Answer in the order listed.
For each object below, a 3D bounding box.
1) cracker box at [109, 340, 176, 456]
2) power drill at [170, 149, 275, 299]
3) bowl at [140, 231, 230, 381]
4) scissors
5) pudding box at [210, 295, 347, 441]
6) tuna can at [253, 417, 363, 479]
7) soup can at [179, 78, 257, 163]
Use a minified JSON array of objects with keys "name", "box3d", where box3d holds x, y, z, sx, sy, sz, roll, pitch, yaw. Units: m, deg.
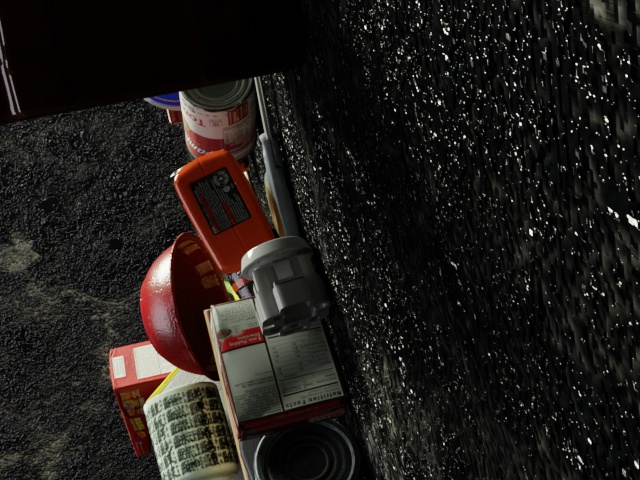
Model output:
[{"name":"cracker box","box3d":[-0.146,0.183,1.348,0.164,0.213,0.072,85,170,-49]},{"name":"power drill","box3d":[-0.069,0.009,0.953,0.184,0.057,0.187,60,174,12]},{"name":"bowl","box3d":[-0.146,0.076,1.134,0.162,0.055,0.162,-15,-90,-76]},{"name":"scissors","box3d":[-0.042,-0.074,0.876,0.096,0.016,0.202,-130,28,-73]},{"name":"pudding box","box3d":[-0.035,0.096,0.856,0.039,0.090,0.113,92,164,-57]},{"name":"tuna can","box3d":[-0.009,0.180,0.837,0.034,0.086,0.086,87,167,-49]},{"name":"soup can","box3d":[-0.091,-0.119,0.958,0.102,0.068,0.068,95,160,-66]}]
